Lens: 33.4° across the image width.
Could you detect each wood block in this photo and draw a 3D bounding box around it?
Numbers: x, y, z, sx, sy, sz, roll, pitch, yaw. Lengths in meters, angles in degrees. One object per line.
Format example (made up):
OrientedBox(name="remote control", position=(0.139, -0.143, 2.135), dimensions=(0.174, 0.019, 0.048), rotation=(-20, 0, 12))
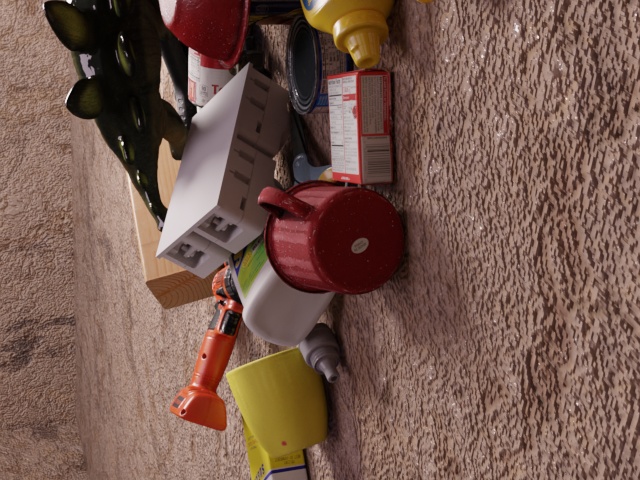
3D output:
OrientedBox(name="wood block", position=(-0.189, -0.029, 1.387), dimensions=(0.090, 0.091, 0.206), rotation=(68, -173, -61))

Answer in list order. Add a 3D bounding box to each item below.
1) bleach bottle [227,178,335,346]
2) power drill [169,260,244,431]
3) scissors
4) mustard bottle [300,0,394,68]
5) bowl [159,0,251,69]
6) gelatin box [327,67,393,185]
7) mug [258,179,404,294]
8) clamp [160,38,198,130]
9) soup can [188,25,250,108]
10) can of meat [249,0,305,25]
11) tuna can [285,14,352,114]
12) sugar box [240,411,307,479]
OrientedBox(name="bleach bottle", position=(-0.057, 0.001, 1.049), dimensions=(0.103, 0.068, 0.251), rotation=(-57, 27, 10))
OrientedBox(name="power drill", position=(-0.102, 0.109, 1.159), dimensions=(0.185, 0.057, 0.187), rotation=(155, 135, -75))
OrientedBox(name="scissors", position=(-0.002, -0.071, 0.955), dimensions=(0.096, 0.016, 0.201), rotation=(-30, 38, 34))
OrientedBox(name="mustard bottle", position=(0.016, -0.217, 0.814), dimensions=(0.096, 0.058, 0.191), rotation=(-38, 57, 48))
OrientedBox(name="bowl", position=(-0.105, -0.228, 0.913), dimensions=(0.162, 0.055, 0.162), rotation=(176, 90, -72))
OrientedBox(name="gelatin box", position=(0.032, -0.090, 0.845), dimensions=(0.073, 0.030, 0.089), rotation=(-163, 69, -72))
OrientedBox(name="mug", position=(0.004, -0.007, 0.826), dimensions=(0.093, 0.117, 0.082), rotation=(-59, 21, -10))
OrientedBox(name="clamp", position=(-0.165, -0.189, 1.330), dimensions=(0.164, 0.036, 0.210), rotation=(-58, -41, -76))
OrientedBox(name="soup can", position=(-0.113, -0.204, 1.193), dimensions=(0.068, 0.068, 0.102), rotation=(-123, 33, -55))
OrientedBox(name="can of meat", position=(-0.045, -0.223, 0.957), dimensions=(0.102, 0.083, 0.057), rotation=(-168, 74, -71))
OrientedBox(name="tuna can", position=(-0.002, -0.153, 0.925), dimensions=(0.086, 0.033, 0.086), rotation=(175, 90, -72))
OrientedBox(name="sugar box", position=(-0.050, 0.224, 1.138), dimensions=(0.093, 0.048, 0.176), rotation=(131, 133, -66))
